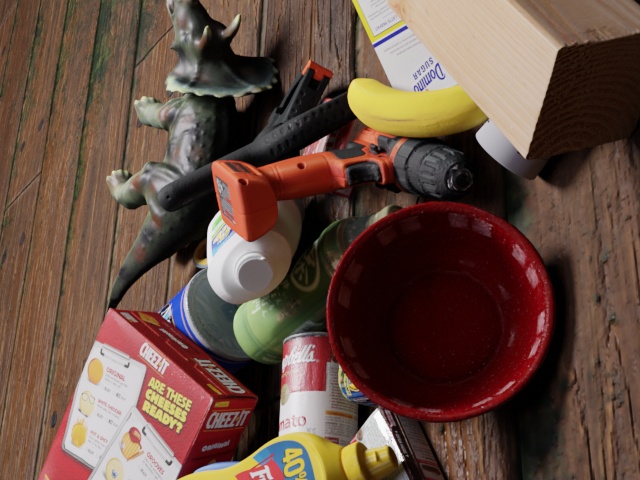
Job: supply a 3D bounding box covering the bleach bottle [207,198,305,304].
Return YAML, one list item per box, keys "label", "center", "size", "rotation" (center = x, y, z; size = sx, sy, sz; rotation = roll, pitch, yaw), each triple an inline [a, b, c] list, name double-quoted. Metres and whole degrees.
- label: "bleach bottle"
  center: [-0.056, 0.001, 0.972]
  size: [0.102, 0.068, 0.251]
  rotation: [-41, 11, 3]

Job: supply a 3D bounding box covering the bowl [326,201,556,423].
- label: "bowl"
  center: [0.088, 0.056, 0.774]
  size: [0.055, 0.162, 0.162]
  rotation: [62, -146, -68]

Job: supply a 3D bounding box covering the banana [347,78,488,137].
- label: "banana"
  center: [0.080, -0.111, 0.865]
  size: [0.198, 0.037, 0.069]
  rotation: [6, 38, 48]

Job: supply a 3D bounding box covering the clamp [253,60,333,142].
- label: "clamp"
  center: [-0.038, -0.122, 1.123]
  size: [0.172, 0.039, 0.120]
  rotation: [-55, 22, 27]

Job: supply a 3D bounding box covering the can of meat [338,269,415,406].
- label: "can of meat"
  center: [0.060, 0.081, 0.855]
  size: [0.084, 0.057, 0.102]
  rotation: [-21, 57, 56]

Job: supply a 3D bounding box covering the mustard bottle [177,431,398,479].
- label: "mustard bottle"
  center: [-0.029, 0.199, 0.808]
  size: [0.192, 0.058, 0.096]
  rotation: [-26, 51, 15]

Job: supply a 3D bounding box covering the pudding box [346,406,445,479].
- label: "pudding box"
  center: [0.045, 0.199, 0.835]
  size: [0.114, 0.039, 0.090]
  rotation: [-58, 33, 26]

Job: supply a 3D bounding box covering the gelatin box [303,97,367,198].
- label: "gelatin box"
  center: [0.015, -0.092, 1.047]
  size: [0.073, 0.030, 0.089]
  rotation: [26, 97, 60]

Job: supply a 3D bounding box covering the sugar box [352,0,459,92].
- label: "sugar box"
  center: [0.074, -0.207, 0.903]
  size: [0.094, 0.048, 0.176]
  rotation: [-18, 100, 54]

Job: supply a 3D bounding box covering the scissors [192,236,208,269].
- label: "scissors"
  center: [-0.100, 0.034, 1.183]
  size: [0.202, 0.016, 0.096]
  rotation: [7, 78, 61]

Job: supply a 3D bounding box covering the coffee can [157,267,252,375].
- label: "coffee can"
  center: [-0.126, 0.103, 1.106]
  size: [0.141, 0.102, 0.103]
  rotation: [-41, 42, 43]

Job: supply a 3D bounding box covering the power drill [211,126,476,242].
- label: "power drill"
  center: [0.015, -0.049, 0.878]
  size: [0.185, 0.187, 0.057]
  rotation: [-149, 48, -68]

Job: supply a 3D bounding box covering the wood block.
- label: "wood block"
  center: [0.138, -0.160, 0.758]
  size: [0.091, 0.090, 0.206]
  rotation: [96, 152, -42]

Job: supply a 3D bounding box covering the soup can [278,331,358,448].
- label: "soup can"
  center: [-0.001, 0.137, 0.914]
  size: [0.069, 0.068, 0.102]
  rotation: [-29, 51, 50]

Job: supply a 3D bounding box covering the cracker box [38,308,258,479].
- label: "cracker box"
  center: [-0.168, 0.196, 1.009]
  size: [0.164, 0.072, 0.214]
  rotation: [34, 106, 35]

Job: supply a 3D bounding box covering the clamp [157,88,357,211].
- label: "clamp"
  center: [-0.046, -0.085, 0.990]
  size: [0.210, 0.164, 0.036]
  rotation: [-27, 93, 24]
